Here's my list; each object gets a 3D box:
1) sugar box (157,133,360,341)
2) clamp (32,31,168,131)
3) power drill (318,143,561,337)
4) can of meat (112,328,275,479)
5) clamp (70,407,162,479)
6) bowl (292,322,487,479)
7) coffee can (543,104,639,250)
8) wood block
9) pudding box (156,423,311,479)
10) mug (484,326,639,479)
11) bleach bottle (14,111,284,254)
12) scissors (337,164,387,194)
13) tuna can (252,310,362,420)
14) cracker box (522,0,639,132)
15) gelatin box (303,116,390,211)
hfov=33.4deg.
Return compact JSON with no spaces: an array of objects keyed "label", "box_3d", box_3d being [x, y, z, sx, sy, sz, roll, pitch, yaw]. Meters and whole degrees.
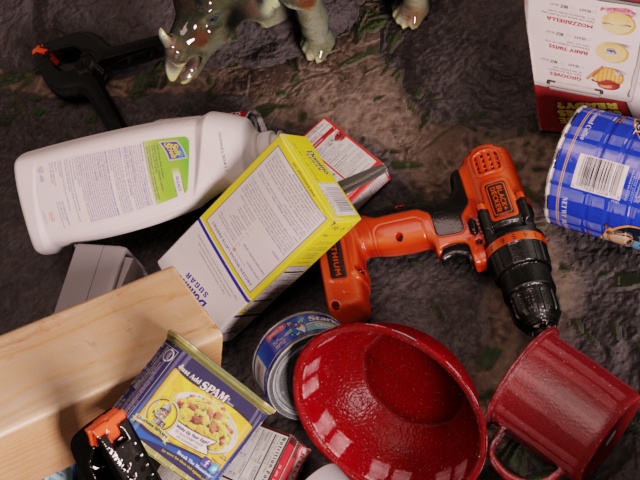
[{"label":"sugar box","box_3d":[-0.056,0.001,0.912,0.176,0.048,0.093,-44,67,29]},{"label":"clamp","box_3d":[-0.230,-0.186,1.128,0.172,0.039,0.120,30,73,29]},{"label":"power drill","box_3d":[0.096,0.018,0.900,0.188,0.057,0.184,-16,55,6]},{"label":"can of meat","box_3d":[-0.100,0.132,0.820,0.084,0.102,0.057,-53,17,-10]},{"label":"clamp","box_3d":[-0.138,0.203,0.801,0.165,0.210,0.036,37,56,24]},{"label":"bowl","box_3d":[0.061,0.121,0.820,0.162,0.162,0.055,15,33,25]},{"label":"coffee can","box_3d":[0.263,-0.042,0.848,0.140,0.102,0.102,19,69,26]},{"label":"wood block","box_3d":[-0.192,0.114,0.872,0.205,0.091,0.090,-23,54,-27]},{"label":"pudding box","box_3d":[-0.075,0.187,0.861,0.114,0.039,0.090,14,66,36]},{"label":"mug","box_3d":[0.174,0.133,0.790,0.082,0.093,0.117,36,71,25]},{"label":"bleach bottle","box_3d":[-0.149,-0.055,0.967,0.251,0.068,0.102,-9,101,18]},{"label":"scissors","box_3d":[-0.023,-0.041,0.949,0.202,0.016,0.096,-35,40,26]},{"label":"tuna can","box_3d":[-0.010,0.103,0.866,0.086,0.086,0.034,-37,34,-4]},{"label":"cracker box","box_3d":[0.253,-0.167,0.855,0.164,0.213,0.072,9,64,22]},{"label":"gelatin box","box_3d":[0.008,-0.062,0.987,0.073,0.030,0.089,-44,58,-7]}]
